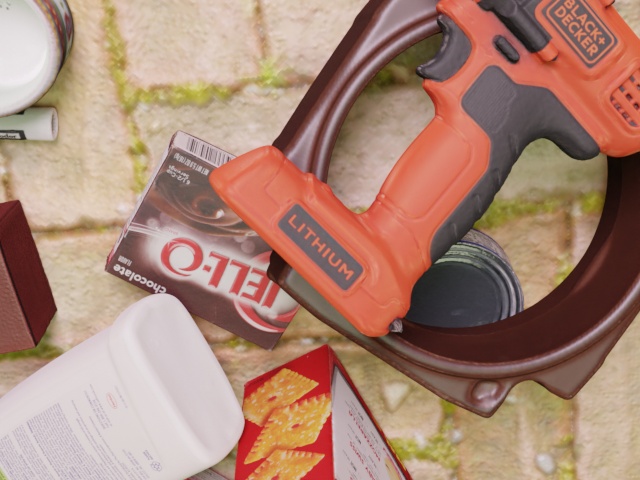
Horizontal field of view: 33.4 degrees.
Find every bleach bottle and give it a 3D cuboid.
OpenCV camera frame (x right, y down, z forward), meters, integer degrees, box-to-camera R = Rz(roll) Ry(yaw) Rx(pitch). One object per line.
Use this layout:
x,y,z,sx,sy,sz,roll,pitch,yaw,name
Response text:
-0.170,0.126,0.643,0.251,0.068,0.102,-27,96,27,bleach bottle

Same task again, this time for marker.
-0.210,-0.067,0.601,0.121,0.020,0.020,1,113,0,marker

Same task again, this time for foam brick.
-0.195,0.023,0.622,0.053,0.051,0.078,-10,112,6,foam brick

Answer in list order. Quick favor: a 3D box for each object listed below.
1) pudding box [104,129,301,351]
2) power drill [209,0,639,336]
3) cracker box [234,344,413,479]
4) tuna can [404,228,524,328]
-0.054,0.001,0.617,0.113,0.039,0.090,28,112,-10,pudding box
0.042,-0.066,0.470,0.187,0.057,0.184,-44,100,2,power drill
0.016,0.182,0.599,0.072,0.213,0.164,-26,110,11,cracker box
0.075,0.034,0.634,0.086,0.033,0.086,0,113,0,tuna can
